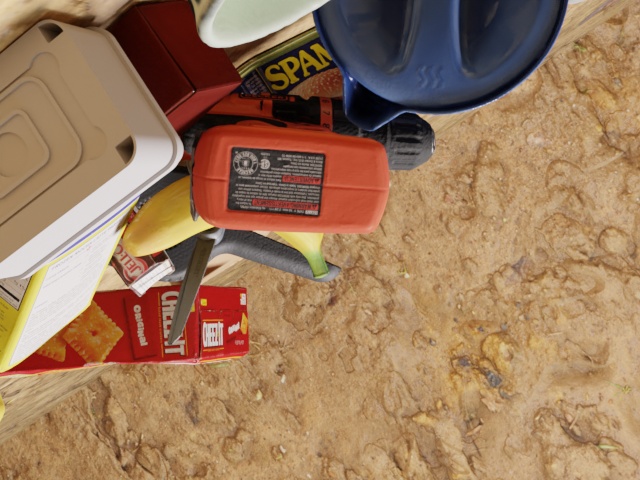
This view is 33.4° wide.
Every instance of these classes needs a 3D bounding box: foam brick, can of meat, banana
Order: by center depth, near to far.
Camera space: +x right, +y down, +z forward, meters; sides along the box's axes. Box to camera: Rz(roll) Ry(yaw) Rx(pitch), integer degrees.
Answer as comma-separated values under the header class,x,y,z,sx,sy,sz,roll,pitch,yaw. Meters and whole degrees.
class,x,y,z,sx,sy,sz,roll,pitch,yaw
foam brick,-0.090,-0.079,0.546,0.078,0.053,0.051,-34,177,30
banana,-0.055,-0.017,0.728,0.037,0.069,0.197,-19,163,38
can of meat,-0.009,-0.101,0.787,0.101,0.084,0.058,-32,177,-31

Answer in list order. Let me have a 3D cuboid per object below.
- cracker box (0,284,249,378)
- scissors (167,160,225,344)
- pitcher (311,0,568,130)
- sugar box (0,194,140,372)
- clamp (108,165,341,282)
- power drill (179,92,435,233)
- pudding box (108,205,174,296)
class,x,y,z,sx,sy,sz,roll,pitch,yaw
cracker box,-0.186,0.080,0.949,0.214,0.072,0.164,-4,176,11
scissors,-0.061,-0.016,0.782,0.096,0.202,0.016,-7,144,6
pitcher,0.079,-0.150,0.656,0.149,0.145,0.242,-15,-176,8
sugar box,-0.156,-0.005,0.638,0.093,0.048,0.176,-45,168,-50
clamp,-0.095,-0.033,0.855,0.209,0.164,0.036,-9,179,-16
power drill,-0.008,-0.052,0.652,0.184,0.057,0.187,2,-166,-5
pudding box,-0.144,-0.008,0.756,0.039,0.090,0.113,-34,178,-6
